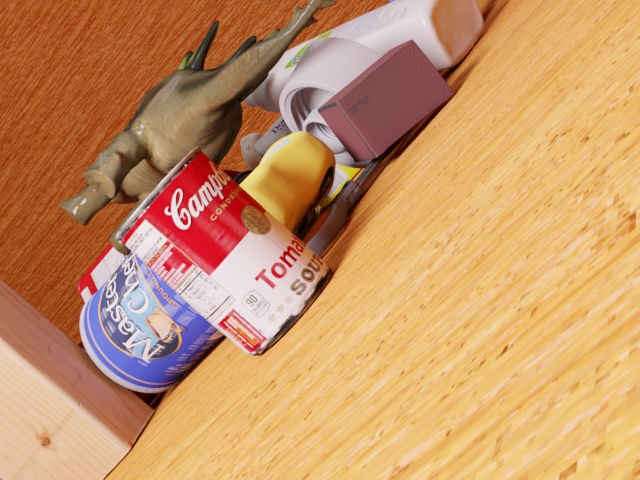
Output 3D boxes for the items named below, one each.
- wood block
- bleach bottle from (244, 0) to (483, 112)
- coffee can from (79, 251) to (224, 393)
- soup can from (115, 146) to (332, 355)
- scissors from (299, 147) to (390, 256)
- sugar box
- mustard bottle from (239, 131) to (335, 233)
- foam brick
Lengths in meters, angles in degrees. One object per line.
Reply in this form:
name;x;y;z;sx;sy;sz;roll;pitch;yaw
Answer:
wood block;-0.245;0.112;0.840;0.091;0.206;0.090;-47;5;12
bleach bottle;0.026;-0.177;1.027;0.251;0.068;0.102;-12;29;39
coffee can;-0.115;0.043;0.857;0.141;0.103;0.102;-45;6;34
soup can;-0.053;0.007;0.590;0.068;0.102;0.068;-48;4;5
scissors;0.007;-0.018;0.783;0.096;0.016;0.201;-45;5;32
sugar box;-0.004;-0.097;1.059;0.093;0.048;0.176;-47;21;1
mustard bottle;-0.033;-0.030;0.775;0.096;0.058;0.191;-54;1;29
foam brick;0.047;-0.102;0.787;0.078;0.053;0.051;-39;9;-11
